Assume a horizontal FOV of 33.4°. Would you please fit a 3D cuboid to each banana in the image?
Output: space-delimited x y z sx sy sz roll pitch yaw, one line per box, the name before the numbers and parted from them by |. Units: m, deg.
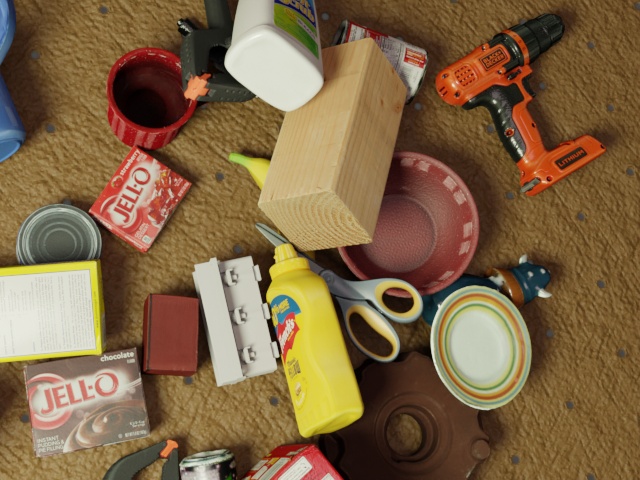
banana | -0.041 -0.007 1.150 0.069 0.037 0.198 -16 81 -7

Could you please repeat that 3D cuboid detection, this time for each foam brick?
foam brick | -0.153 0.097 1.084 0.051 0.053 0.078 3 77 -15

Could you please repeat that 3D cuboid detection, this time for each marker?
marker | -0.111 -0.204 1.186 0.121 0.020 0.020 40 70 -3

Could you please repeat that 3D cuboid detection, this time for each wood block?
wood block | 0.017 -0.101 1.114 0.090 0.091 0.206 49 45 -41

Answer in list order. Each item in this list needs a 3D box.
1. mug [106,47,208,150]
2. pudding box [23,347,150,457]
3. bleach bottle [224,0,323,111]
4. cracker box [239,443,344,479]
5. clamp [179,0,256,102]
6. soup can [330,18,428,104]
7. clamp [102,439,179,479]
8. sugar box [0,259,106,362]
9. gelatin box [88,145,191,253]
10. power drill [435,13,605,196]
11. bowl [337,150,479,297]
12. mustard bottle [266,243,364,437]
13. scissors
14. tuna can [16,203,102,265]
mug | -0.169 -0.146 1.122 0.117 0.082 0.093 -14 81 -18
pudding box | -0.231 0.160 1.054 0.113 0.039 0.090 -8 78 -17
bleach bottle | -0.048 -0.249 1.137 0.102 0.068 0.251 36 33 -32
cracker box | 0.021 0.295 1.024 0.072 0.164 0.214 -40 89 -18
clamp | -0.098 -0.204 1.133 0.164 0.036 0.209 42 34 3
soup can | 0.063 -0.201 1.206 0.102 0.069 0.068 19 73 -11
clamp | -0.199 0.266 1.038 0.120 0.039 0.171 28 65 -12
sugar box | -0.300 0.070 1.033 0.176 0.048 0.093 -4 92 -4
gelatin box | -0.190 -0.042 1.119 0.073 0.030 0.089 33 70 -5
power drill | 0.251 -0.161 1.255 0.184 0.057 0.188 -32 84 -16
bowl | 0.089 -0.013 1.168 0.162 0.055 0.162 1 78 -6
mustard bottle | -0.013 0.093 1.067 0.058 0.096 0.191 -8 70 -22
scissors | 0.028 0.035 1.116 0.096 0.016 0.202 -36 83 -4
tuna can | -0.265 0.007 1.085 0.086 0.034 0.086 4 76 -14
